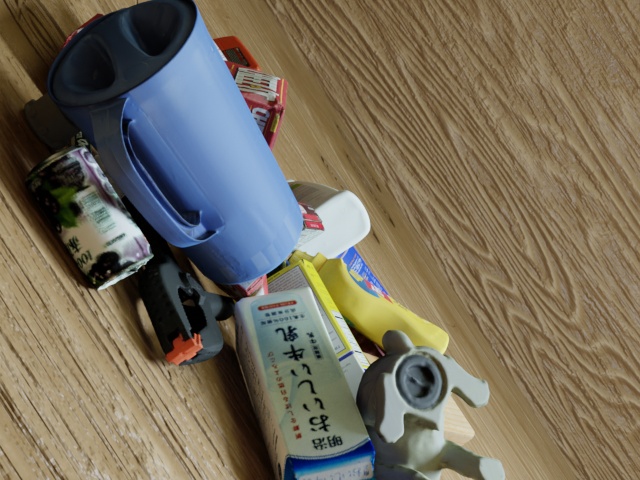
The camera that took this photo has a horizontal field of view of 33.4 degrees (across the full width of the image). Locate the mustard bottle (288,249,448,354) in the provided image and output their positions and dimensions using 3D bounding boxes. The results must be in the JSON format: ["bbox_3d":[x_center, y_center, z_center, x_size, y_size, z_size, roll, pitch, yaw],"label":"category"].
[{"bbox_3d":[0.047,0.072,1.163,0.191,0.058,0.096,35,4,2],"label":"mustard bottle"}]

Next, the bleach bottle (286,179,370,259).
[{"bbox_3d":[-0.024,-0.040,1.370,0.068,0.102,0.251,60,-7,-20],"label":"bleach bottle"}]

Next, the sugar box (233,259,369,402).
[{"bbox_3d":[-0.010,0.116,1.080,0.176,0.093,0.048,60,11,15],"label":"sugar box"}]

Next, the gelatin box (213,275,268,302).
[{"bbox_3d":[-0.092,0.024,1.032,0.089,0.030,0.073,41,-16,12],"label":"gelatin box"}]

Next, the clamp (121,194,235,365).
[{"bbox_3d":[-0.128,0.039,0.923,0.164,0.036,0.210,52,7,-17],"label":"clamp"}]

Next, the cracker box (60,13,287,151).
[{"bbox_3d":[-0.142,-0.151,1.052,0.213,0.072,0.164,18,18,-7],"label":"cracker box"}]

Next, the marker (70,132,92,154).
[{"bbox_3d":[-0.210,-0.073,0.936,0.020,0.020,0.121,49,13,-35],"label":"marker"}]

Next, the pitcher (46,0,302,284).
[{"bbox_3d":[-0.110,-0.067,0.887,0.145,0.149,0.242,27,-24,45],"label":"pitcher"}]
